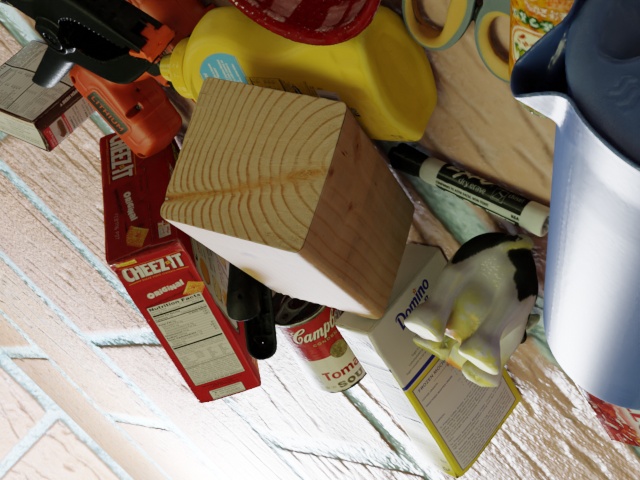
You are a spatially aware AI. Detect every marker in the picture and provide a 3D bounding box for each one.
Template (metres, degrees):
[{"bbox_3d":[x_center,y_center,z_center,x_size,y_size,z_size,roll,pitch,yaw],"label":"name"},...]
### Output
[{"bbox_3d":[0.095,-0.035,0.693,0.121,0.020,0.020,28,153,29],"label":"marker"}]

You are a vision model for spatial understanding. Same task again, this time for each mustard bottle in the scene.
[{"bbox_3d":[-0.028,-0.106,0.671,0.192,0.058,0.096,8,156,36],"label":"mustard bottle"}]

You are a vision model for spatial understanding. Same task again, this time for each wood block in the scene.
[{"bbox_3d":[-0.011,-0.018,0.687,0.091,0.090,0.206,14,170,19],"label":"wood block"}]

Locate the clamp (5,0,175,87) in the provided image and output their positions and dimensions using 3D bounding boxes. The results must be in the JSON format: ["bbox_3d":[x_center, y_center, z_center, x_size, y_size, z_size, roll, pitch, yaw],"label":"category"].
[{"bbox_3d":[-0.188,-0.162,0.752,0.210,0.036,0.164,15,152,43],"label":"clamp"}]

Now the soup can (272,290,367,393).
[{"bbox_3d":[-0.001,0.085,0.984,0.069,0.068,0.102,17,147,44],"label":"soup can"}]

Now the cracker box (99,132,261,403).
[{"bbox_3d":[-0.128,0.022,0.968,0.213,0.072,0.164,67,-175,-46],"label":"cracker box"}]

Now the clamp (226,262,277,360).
[{"bbox_3d":[-0.055,0.001,0.820,0.120,0.039,0.171,97,167,-77],"label":"clamp"}]

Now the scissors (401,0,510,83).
[{"bbox_3d":[0.094,-0.140,0.520,0.096,0.016,0.202,40,157,1],"label":"scissors"}]

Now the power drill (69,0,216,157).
[{"bbox_3d":[-0.112,-0.120,0.822,0.184,0.057,0.188,52,152,-12],"label":"power drill"}]

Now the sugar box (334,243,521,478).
[{"bbox_3d":[0.088,0.095,0.835,0.048,0.093,0.176,10,140,50],"label":"sugar box"}]

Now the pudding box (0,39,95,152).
[{"bbox_3d":[-0.256,-0.134,0.975,0.114,0.090,0.039,22,149,38],"label":"pudding box"}]
